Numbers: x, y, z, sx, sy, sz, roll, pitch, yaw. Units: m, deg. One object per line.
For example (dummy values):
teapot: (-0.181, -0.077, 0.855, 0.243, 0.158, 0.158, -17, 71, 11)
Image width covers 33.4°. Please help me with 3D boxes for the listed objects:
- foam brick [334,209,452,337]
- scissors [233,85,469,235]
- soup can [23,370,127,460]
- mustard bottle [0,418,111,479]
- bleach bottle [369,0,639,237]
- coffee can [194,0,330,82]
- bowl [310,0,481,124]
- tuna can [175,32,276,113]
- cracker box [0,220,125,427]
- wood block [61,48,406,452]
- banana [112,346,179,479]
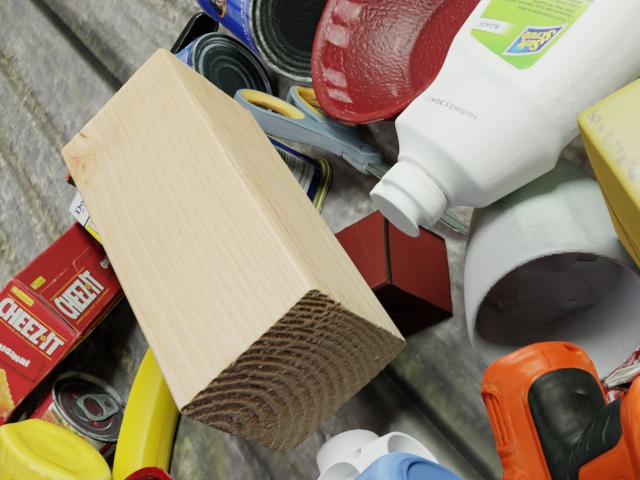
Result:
foam brick: (0.028, 0.026, 0.609, 0.078, 0.052, 0.051, -31, 47, 39)
scissors: (0.008, -0.056, 0.661, 0.202, 0.096, 0.016, -125, 46, -54)
soup can: (-0.198, 0.157, 0.807, 0.102, 0.068, 0.068, -49, 37, 20)
mustard bottle: (-0.201, 0.230, 0.747, 0.096, 0.058, 0.192, 23, 107, 34)
bleach bottle: (0.113, -0.103, 0.498, 0.250, 0.068, 0.103, -46, 34, -10)
coffee can: (-0.028, -0.185, 0.771, 0.103, 0.102, 0.140, -57, 36, 10)
bowl: (0.067, -0.134, 0.657, 0.162, 0.055, 0.162, -30, 47, 39)
tuna can: (-0.074, -0.111, 0.798, 0.034, 0.086, 0.086, -29, 48, 37)
cracker box: (-0.238, 0.088, 0.846, 0.214, 0.072, 0.164, -46, 7, 23)
wood block: (-0.054, 0.001, 0.581, 0.091, 0.090, 0.206, -44, 49, 12)
banana: (-0.112, 0.137, 0.736, 0.070, 0.037, 0.198, -23, 51, 37)
